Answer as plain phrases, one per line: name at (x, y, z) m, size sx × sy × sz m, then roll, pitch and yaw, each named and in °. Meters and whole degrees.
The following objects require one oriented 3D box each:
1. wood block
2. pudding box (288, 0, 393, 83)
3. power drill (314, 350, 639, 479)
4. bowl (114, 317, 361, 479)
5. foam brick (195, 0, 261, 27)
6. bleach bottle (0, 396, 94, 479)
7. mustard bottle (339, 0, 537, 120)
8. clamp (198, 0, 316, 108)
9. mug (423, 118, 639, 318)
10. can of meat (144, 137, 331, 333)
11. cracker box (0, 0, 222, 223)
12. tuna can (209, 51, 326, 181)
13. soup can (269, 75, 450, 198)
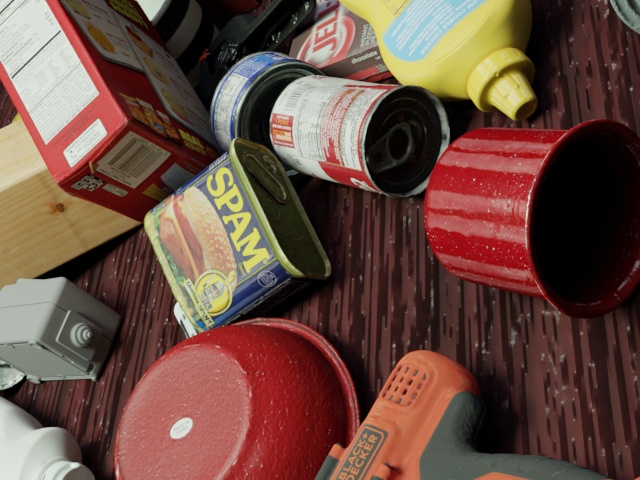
wood block at (-0.256, -0.020, 0.840) m, size 0.206 × 0.091 × 0.090 m, roll -27°, pitch 39°, yaw -4°
pudding box at (0.025, -0.160, 0.773) m, size 0.090 × 0.039 × 0.113 m, roll -14°, pitch 49°, yaw 38°
power drill at (0.060, 0.144, 0.456) m, size 0.188 × 0.057 × 0.184 m, roll 11°, pitch 67°, yaw 49°
bowl at (-0.060, 0.109, 0.588) m, size 0.162 × 0.055 × 0.162 m, roll -17°, pitch 56°, yaw 28°
foam brick at (-0.092, -0.235, 0.927) m, size 0.053 × 0.078 × 0.051 m, roll -20°, pitch 47°, yaw 33°
bleach bottle at (-0.241, 0.148, 0.757) m, size 0.251 × 0.068 × 0.102 m, roll 0°, pitch 59°, yaw 43°
mustard bottle at (0.076, -0.144, 0.667) m, size 0.096 × 0.058 × 0.192 m, roll -41°, pitch 56°, yaw 14°
clamp at (-0.053, -0.142, 0.807) m, size 0.120 × 0.039 × 0.172 m, roll -58°, pitch 26°, yaw 6°
mug at (0.114, -0.019, 0.530) m, size 0.117 × 0.093 × 0.082 m, roll -30°, pitch 23°, yaw -28°
can of meat at (-0.055, 0.001, 0.677) m, size 0.084 × 0.057 × 0.102 m, roll -35°, pitch 69°, yaw 23°
cracker box at (-0.154, -0.110, 0.748) m, size 0.072 × 0.164 × 0.214 m, roll -40°, pitch 63°, yaw 12°
tuna can at (-0.030, -0.083, 0.723) m, size 0.086 × 0.086 × 0.034 m, roll -54°, pitch 39°, yaw -6°
soup can at (0.022, -0.068, 0.672) m, size 0.102 × 0.068 × 0.068 m, roll 18°, pitch 72°, yaw 52°
